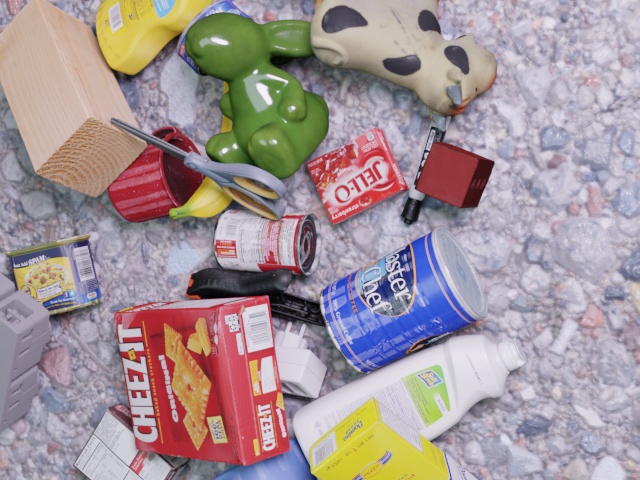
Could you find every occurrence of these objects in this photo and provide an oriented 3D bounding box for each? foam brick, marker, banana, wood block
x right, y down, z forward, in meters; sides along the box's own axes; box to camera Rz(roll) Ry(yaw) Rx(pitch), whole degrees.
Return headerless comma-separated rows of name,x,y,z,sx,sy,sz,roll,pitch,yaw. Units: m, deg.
foam brick,0.137,-0.066,1.076,0.051,0.078,0.053,25,102,18
marker,0.109,-0.075,1.116,0.020,0.020,0.121,21,101,18
banana,-0.103,-0.104,1.165,0.037,0.069,0.198,11,78,34
wood block,-0.281,-0.159,1.177,0.091,0.090,0.206,-42,54,18

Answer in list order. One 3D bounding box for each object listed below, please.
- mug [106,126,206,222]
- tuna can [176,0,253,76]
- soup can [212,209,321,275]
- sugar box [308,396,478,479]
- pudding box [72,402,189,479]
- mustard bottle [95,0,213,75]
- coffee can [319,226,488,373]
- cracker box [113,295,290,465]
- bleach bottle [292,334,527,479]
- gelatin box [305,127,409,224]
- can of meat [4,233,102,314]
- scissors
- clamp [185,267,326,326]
mug,-0.184,-0.077,1.196,0.082,0.093,0.117,-13,59,25
tuna can,-0.113,-0.219,1.153,0.034,0.086,0.086,46,107,10
soup can,-0.058,0.001,1.159,0.102,0.068,0.068,3,95,21
sugar box,0.080,0.242,1.088,0.093,0.048,0.176,-41,115,19
pudding box,-0.224,0.261,1.257,0.113,0.039,0.090,38,107,16
mustard bottle,-0.165,-0.266,1.157,0.192,0.058,0.096,-30,60,34
coffee can,0.085,0.062,1.091,0.140,0.102,0.103,-28,84,20
cracker box,-0.133,0.148,1.148,0.214,0.071,0.164,-6,93,49
bleach bottle,0.100,0.173,1.117,0.251,0.068,0.102,-27,93,17
gelatin box,0.039,-0.068,1.137,0.089,0.030,0.073,-26,85,21
can of meat,-0.314,0.043,1.264,0.102,0.057,0.084,-12,92,21
scissors,-0.115,-0.081,1.083,0.201,0.096,0.016,33,67,-16
clamp,-0.068,0.061,1.166,0.172,0.120,0.039,3,60,40
